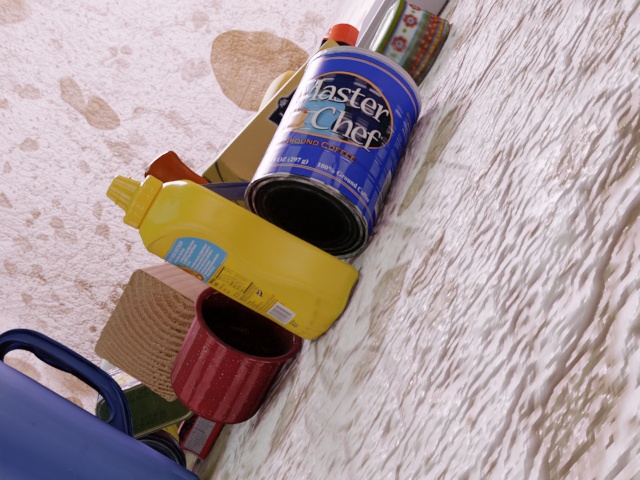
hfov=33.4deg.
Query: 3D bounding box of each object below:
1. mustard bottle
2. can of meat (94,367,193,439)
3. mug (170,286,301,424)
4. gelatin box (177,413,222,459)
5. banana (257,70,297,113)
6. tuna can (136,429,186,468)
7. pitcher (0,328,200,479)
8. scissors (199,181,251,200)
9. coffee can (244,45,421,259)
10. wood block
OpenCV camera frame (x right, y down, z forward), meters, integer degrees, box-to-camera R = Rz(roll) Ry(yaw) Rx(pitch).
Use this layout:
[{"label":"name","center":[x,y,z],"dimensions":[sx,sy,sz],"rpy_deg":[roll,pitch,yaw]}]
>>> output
[{"label":"mustard bottle","center":[-0.072,0.005,0.800],"dimensions":[0.058,0.191,0.096],"rpy_deg":[-65,8,-23]},{"label":"can of meat","center":[-0.172,0.154,1.058],"dimensions":[0.102,0.057,0.084],"rpy_deg":[-21,10,-4]},{"label":"mug","center":[-0.071,0.090,0.886],"dimensions":[0.082,0.093,0.117],"rpy_deg":[-62,4,29]},{"label":"gelatin box","center":[-0.114,0.173,1.071],"dimensions":[0.073,0.030,0.089],"rpy_deg":[-62,8,-3]},{"label":"banana","center":[-0.048,-0.143,1.240],"dimensions":[0.197,0.037,0.069],"rpy_deg":[-69,-22,-46]},{"label":"tuna can","center":[-0.176,0.231,1.066],"dimensions":[0.086,0.086,0.034],"rpy_deg":[-61,10,-1]},{"label":"pitcher","center":[-0.228,0.196,0.943],"dimensions":[0.149,0.242,0.145],"rpy_deg":[-60,8,12]},{"label":"scissors","center":[-0.036,-0.025,0.905],"dimensions":[0.201,0.016,0.096],"rpy_deg":[-22,-54,-41]},{"label":"coffee can","center":[0.012,-0.070,0.852],"dimensions":[0.103,0.102,0.140],"rpy_deg":[-49,15,57]},{"label":"wood block","center":[-0.122,0.075,1.031],"dimensions":[0.091,0.090,0.206],"rpy_deg":[-61,-10,10]}]
